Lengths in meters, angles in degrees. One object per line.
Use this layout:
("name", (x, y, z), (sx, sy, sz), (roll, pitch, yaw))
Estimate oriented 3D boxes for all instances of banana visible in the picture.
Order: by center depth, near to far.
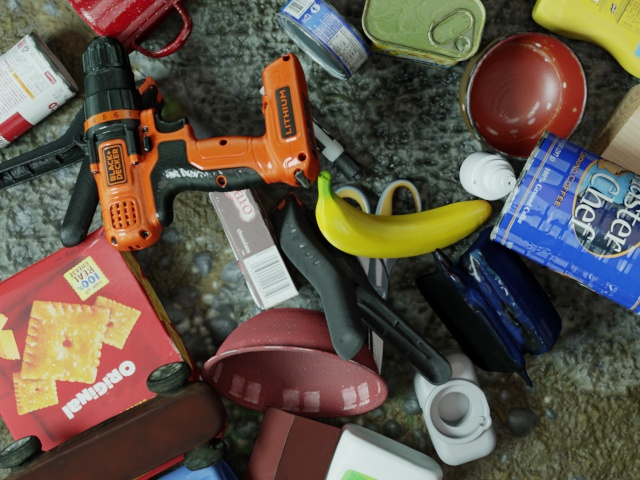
("banana", (0.066, -0.014, 0.921), (0.070, 0.197, 0.037), (-54, 47, 32))

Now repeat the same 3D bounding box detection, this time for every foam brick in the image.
("foam brick", (-0.027, 0.191, 0.938), (0.052, 0.051, 0.078), (24, 80, -29))

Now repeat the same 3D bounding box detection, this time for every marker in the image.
("marker", (-0.006, -0.099, 0.970), (0.020, 0.020, 0.121), (-45, 91, 1))

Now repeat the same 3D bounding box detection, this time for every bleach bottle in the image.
("bleach bottle", (0.013, 0.297, 0.958), (0.102, 0.068, 0.251), (24, 93, 0))

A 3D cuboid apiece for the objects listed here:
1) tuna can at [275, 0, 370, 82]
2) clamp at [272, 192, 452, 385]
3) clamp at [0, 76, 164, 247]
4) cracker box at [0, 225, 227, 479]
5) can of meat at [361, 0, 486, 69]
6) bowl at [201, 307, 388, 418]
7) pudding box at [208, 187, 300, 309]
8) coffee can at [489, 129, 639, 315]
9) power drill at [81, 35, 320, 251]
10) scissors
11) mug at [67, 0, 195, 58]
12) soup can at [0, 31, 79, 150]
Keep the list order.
("tuna can", (0.003, -0.180, 0.935), (0.086, 0.086, 0.034), (42, 89, -1))
("clamp", (0.025, 0.041, 0.911), (0.036, 0.164, 0.210), (-46, 49, 14))
("clamp", (-0.197, -0.072, 0.936), (0.171, 0.039, 0.120), (-41, 65, -9))
("cracker box", (-0.204, 0.116, 0.947), (0.164, 0.072, 0.214), (-29, 92, 1))
("can of meat", (0.087, -0.187, 0.936), (0.102, 0.084, 0.057), (12, 91, -1))
("bowl", (-0.019, 0.102, 0.925), (0.162, 0.162, 0.055), (7, 61, 0))
("pudding box", (-0.056, 0.001, 0.937), (0.039, 0.090, 0.113), (-23, 91, 1))
("coffee can", (0.224, -0.014, 0.871), (0.140, 0.102, 0.103), (28, 91, 10))
("power drill", (-0.101, -0.096, 0.876), (0.188, 0.057, 0.184), (-12, 81, 9))
("scissors", (0.035, 0.036, 0.974), (0.096, 0.016, 0.202), (17, 91, 1))
("mug", (-0.162, -0.208, 0.932), (0.081, 0.093, 0.117), (-43, 84, 5))
("soup can", (-0.275, -0.129, 0.944), (0.102, 0.068, 0.068), (-36, 91, 0))
